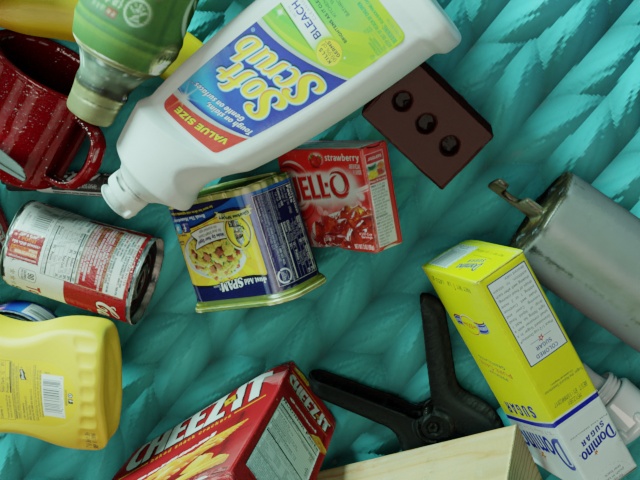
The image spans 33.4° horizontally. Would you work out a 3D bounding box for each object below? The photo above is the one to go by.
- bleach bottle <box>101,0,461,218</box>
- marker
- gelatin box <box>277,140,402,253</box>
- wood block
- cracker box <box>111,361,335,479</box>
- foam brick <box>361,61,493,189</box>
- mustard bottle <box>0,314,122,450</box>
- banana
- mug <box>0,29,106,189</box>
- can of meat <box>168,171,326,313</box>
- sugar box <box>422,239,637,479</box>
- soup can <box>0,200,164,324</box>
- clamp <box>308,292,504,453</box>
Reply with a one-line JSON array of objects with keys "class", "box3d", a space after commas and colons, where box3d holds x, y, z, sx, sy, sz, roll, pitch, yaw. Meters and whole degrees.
[{"class": "bleach bottle", "box3d": [-0.038, -0.093, 0.696, 0.251, 0.068, 0.102, -37, 89, 15]}, {"class": "marker", "box3d": [-0.181, -0.043, 0.801, 0.121, 0.020, 0.020, 4, 105, 8]}, {"class": "gelatin box", "box3d": [0.011, -0.032, 0.746, 0.089, 0.030, 0.073, 6, 111, 47]}, {"class": "wood block", "box3d": [0.057, 0.215, 0.770, 0.206, 0.090, 0.091, -18, 109, 23]}, {"class": "cracker box", "box3d": [-0.088, 0.178, 0.742, 0.164, 0.213, 0.072, -31, 96, 14]}, {"class": "foam brick", "box3d": [0.074, -0.083, 0.734, 0.078, 0.051, 0.053, 42, 106, -3]}, {"class": "mustard bottle", "box3d": [-0.246, 0.099, 0.790, 0.192, 0.058, 0.096, 4, 109, 7]}, {"class": "banana", "box3d": [-0.133, -0.133, 0.748, 0.198, 0.069, 0.037, 31, 150, -4]}, {"class": "mug", "box3d": [-0.196, -0.083, 0.754, 0.117, 0.093, 0.082, 41, 112, 18]}, {"class": "can of meat", "box3d": [-0.055, 0.001, 0.759, 0.102, 0.057, 0.084, -9, 102, 42]}, {"class": "sugar box", "box3d": [0.142, 0.086, 0.735, 0.048, 0.093, 0.176, -31, 103, -11]}, {"class": "soup can", "box3d": [-0.175, 0.015, 0.790, 0.102, 0.068, 0.068, 17, 106, 4]}, {"class": "clamp", "box3d": [0.074, 0.133, 0.798, 0.120, 0.039, 0.171, -27, 99, 24]}]
